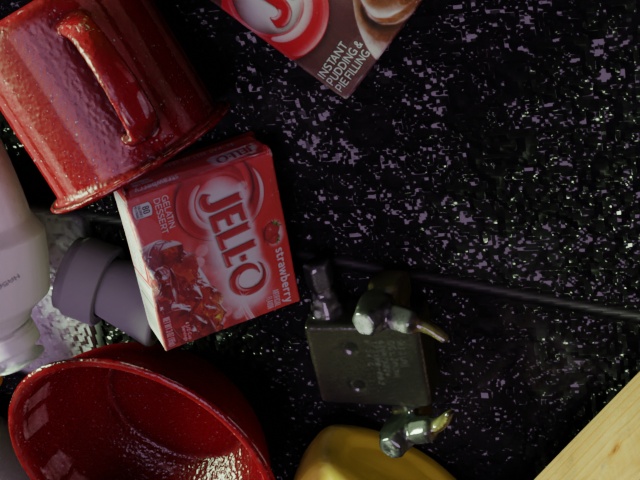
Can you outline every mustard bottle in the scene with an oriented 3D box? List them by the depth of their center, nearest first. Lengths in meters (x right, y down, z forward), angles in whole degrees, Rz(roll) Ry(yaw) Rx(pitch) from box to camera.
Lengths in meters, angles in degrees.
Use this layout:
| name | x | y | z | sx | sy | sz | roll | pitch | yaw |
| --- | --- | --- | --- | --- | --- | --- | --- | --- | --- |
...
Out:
| name | x | y | z | sx | sy | sz | roll | pitch | yaw |
| --- | --- | --- | --- | --- | --- | --- | --- | --- | --- |
| mustard bottle | 0.001 | 0.191 | 0.628 | 0.096 | 0.058 | 0.192 | 27 | 127 | -8 |

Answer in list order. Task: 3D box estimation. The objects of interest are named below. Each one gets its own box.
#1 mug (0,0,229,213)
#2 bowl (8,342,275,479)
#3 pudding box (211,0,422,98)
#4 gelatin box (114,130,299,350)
| name | x | y | z | sx | sy | sz | roll | pitch | yaw |
| --- | --- | --- | --- | --- | --- | --- | --- | --- | --- |
| mug | -0.096 | -0.069 | 0.458 | 0.093 | 0.117 | 0.081 | -33 | 107 | -9 |
| bowl | -0.091 | 0.111 | 0.602 | 0.162 | 0.055 | 0.162 | 11 | 129 | 13 |
| pudding box | 0.007 | -0.126 | 0.427 | 0.090 | 0.039 | 0.114 | 35 | 125 | -5 |
| gelatin box | -0.053 | 0.001 | 0.513 | 0.073 | 0.030 | 0.089 | -20 | 124 | -17 |
